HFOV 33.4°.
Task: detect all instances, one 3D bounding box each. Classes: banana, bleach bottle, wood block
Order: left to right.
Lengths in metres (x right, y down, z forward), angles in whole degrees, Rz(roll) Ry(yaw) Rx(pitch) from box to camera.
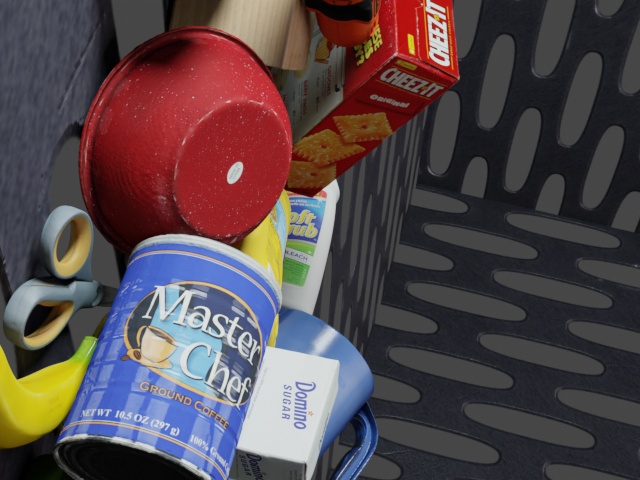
[{"bbox_3d":[-0.169,0.080,0.584,0.198,0.037,0.069,61,41,-82],"label":"banana"},{"bbox_3d":[-0.040,-0.234,0.772,0.090,0.091,0.206,-41,144,-77],"label":"wood block"},{"bbox_3d":[-0.038,-0.012,1.176,0.068,0.102,0.250,106,-3,-48],"label":"bleach bottle"}]

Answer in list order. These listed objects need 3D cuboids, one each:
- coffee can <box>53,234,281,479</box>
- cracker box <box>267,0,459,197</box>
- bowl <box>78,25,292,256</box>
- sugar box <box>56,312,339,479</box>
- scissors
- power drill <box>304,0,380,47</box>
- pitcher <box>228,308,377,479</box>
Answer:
[{"bbox_3d":[-0.090,0.082,0.654,0.103,0.103,0.140,90,13,-56],"label":"coffee can"},{"bbox_3d":[0.023,-0.156,0.905,0.214,0.072,0.164,-36,-132,48],"label":"cracker box"},{"bbox_3d":[-0.071,-0.053,0.686,0.161,0.055,0.162,-20,122,-37],"label":"bowl"},{"bbox_3d":[-0.082,0.110,0.734,0.093,0.176,0.048,-68,168,-46],"label":"sugar box"},{"bbox_3d":[-0.149,0.017,0.691,0.201,0.016,0.096,-39,146,-76],"label":"scissors"},{"bbox_3d":[0.033,-0.244,0.733,0.184,0.057,0.187,82,24,-80],"label":"power drill"},{"bbox_3d":[-0.058,0.196,1.000,0.242,0.149,0.145,-51,150,-31],"label":"pitcher"}]
